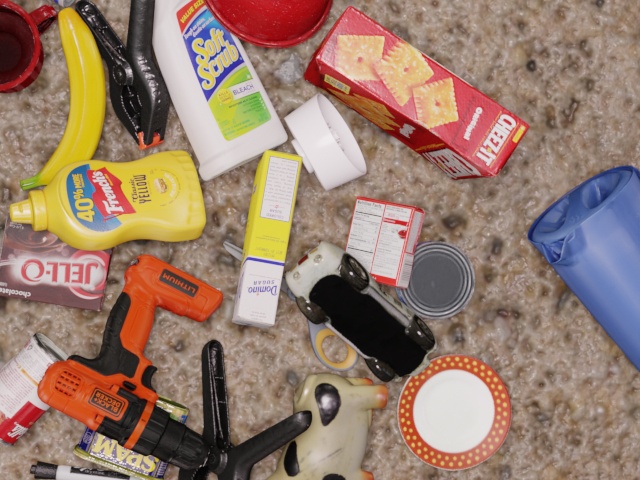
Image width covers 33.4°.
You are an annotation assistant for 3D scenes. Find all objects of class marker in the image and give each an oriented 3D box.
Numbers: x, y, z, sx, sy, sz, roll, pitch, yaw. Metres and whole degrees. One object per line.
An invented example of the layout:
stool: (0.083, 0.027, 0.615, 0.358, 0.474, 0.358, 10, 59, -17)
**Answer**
marker: (-0.250, 0.253, 1.145, 0.121, 0.020, 0.020, 9, 90, -7)

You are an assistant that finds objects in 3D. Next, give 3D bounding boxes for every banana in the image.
banana: (-0.257, -0.138, 1.110, 0.069, 0.037, 0.198, 10, 102, -28)

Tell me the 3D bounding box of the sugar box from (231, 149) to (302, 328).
sugar box: (-0.058, 0.001, 1.114, 0.048, 0.093, 0.176, 12, 82, -6)

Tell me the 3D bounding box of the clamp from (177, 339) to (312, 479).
clamp: (-0.106, 0.221, 1.132, 0.036, 0.165, 0.210, 11, 112, -49)

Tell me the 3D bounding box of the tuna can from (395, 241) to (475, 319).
tuna can: (0.125, 0.043, 1.179, 0.086, 0.034, 0.086, 0, 92, -7)

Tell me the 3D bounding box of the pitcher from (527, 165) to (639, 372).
pitcher: (0.353, 0.042, 1.169, 0.149, 0.145, 0.243, -37, 99, 7)

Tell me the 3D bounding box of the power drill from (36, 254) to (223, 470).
power drill: (-0.170, 0.123, 1.095, 0.184, 0.057, 0.187, 30, 61, -11)

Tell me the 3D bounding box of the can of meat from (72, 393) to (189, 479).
can of meat: (-0.198, 0.201, 1.132, 0.102, 0.057, 0.084, 22, 86, -8)

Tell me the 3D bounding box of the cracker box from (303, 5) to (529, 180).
cracker box: (0.090, -0.145, 1.104, 0.213, 0.164, 0.072, 33, 89, -7)

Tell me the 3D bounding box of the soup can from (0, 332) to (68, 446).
soup can: (-0.309, 0.154, 1.111, 0.102, 0.068, 0.068, -45, 96, -5)

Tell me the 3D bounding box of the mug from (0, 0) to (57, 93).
mug: (-0.319, -0.202, 1.092, 0.117, 0.081, 0.093, -39, 96, -4)

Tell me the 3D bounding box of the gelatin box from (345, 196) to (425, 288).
gelatin box: (0.067, 0.001, 1.155, 0.073, 0.030, 0.089, 12, 89, 32)

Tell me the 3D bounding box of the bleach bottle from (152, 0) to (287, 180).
bleach bottle: (-0.132, -0.196, 1.118, 0.102, 0.068, 0.251, -29, 94, -33)

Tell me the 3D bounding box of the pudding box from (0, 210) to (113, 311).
pudding box: (-0.279, 0.021, 1.125, 0.113, 0.039, 0.090, 10, 90, -8)

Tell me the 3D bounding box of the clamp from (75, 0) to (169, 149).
clamp: (-0.190, -0.182, 1.102, 0.039, 0.120, 0.171, -27, 100, -37)

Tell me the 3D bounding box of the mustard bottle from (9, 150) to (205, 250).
mustard bottle: (-0.220, -0.038, 1.095, 0.191, 0.058, 0.096, -8, 68, -20)

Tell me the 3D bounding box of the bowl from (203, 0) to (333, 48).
bowl: (-0.047, -0.286, 1.112, 0.161, 0.055, 0.162, 4, 79, -24)

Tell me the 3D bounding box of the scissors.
scissors: (-0.026, 0.078, 1.170, 0.201, 0.016, 0.096, 19, 89, -7)
